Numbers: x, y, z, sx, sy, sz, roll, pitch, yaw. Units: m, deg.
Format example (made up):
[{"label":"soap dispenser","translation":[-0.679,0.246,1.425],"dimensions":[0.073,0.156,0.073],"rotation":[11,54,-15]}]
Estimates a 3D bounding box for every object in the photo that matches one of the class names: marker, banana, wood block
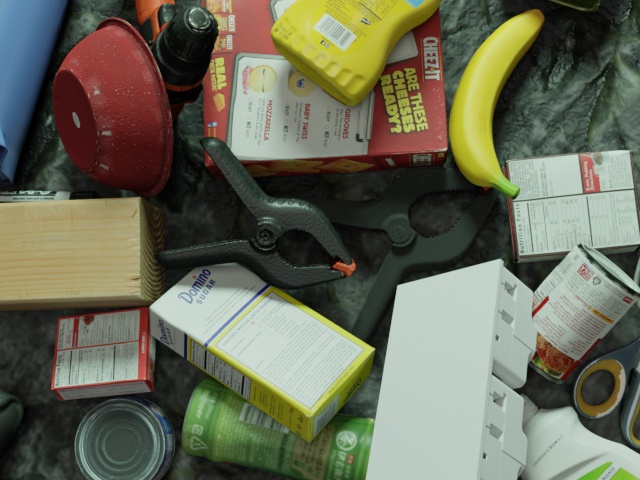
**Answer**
[{"label":"marker","translation":[-0.265,-0.038,1.004],"dimensions":[0.121,0.020,0.020],"rotation":[0,82,7]},{"label":"banana","translation":[0.153,-0.124,0.947],"dimensions":[0.069,0.037,0.197],"rotation":[10,67,5]},{"label":"wood block","translation":[-0.251,0.015,0.960],"dimensions":[0.206,0.090,0.091],"rotation":[-2,83,6]}]

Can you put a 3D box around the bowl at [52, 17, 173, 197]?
[{"label":"bowl","translation":[-0.191,-0.110,0.934],"dimensions":[0.055,0.162,0.162],"rotation":[-18,78,-33]}]

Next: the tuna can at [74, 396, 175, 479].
[{"label":"tuna can","translation":[-0.175,0.183,0.956],"dimensions":[0.086,0.033,0.086],"rotation":[-1,82,6]}]

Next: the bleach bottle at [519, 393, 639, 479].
[{"label":"bleach bottle","translation":[0.258,0.219,0.889],"dimensions":[0.251,0.068,0.102],"rotation":[43,88,12]}]

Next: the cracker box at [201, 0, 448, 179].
[{"label":"cracker box","translation":[0.003,-0.145,0.964],"dimensions":[0.214,0.072,0.164],"rotation":[-3,82,5]}]

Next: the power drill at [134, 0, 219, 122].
[{"label":"power drill","translation":[-0.138,-0.213,0.944],"dimensions":[0.057,0.185,0.187],"rotation":[0,72,-23]}]

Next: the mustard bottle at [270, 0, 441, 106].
[{"label":"mustard bottle","translation":[0.051,-0.214,0.902],"dimensions":[0.096,0.058,0.191],"rotation":[39,87,8]}]

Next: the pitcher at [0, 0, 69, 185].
[{"label":"pitcher","translation":[-0.315,-0.183,0.984],"dimensions":[0.149,0.145,0.243],"rotation":[19,81,-4]}]

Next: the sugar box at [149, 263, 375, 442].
[{"label":"sugar box","translation":[-0.052,0.087,0.917],"dimensions":[0.176,0.048,0.093],"rotation":[30,50,22]}]

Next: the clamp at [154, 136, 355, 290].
[{"label":"clamp","translation":[-0.056,0.001,0.922],"dimensions":[0.171,0.039,0.120],"rotation":[31,102,0]}]

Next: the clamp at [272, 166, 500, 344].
[{"label":"clamp","translation":[0.070,0.005,0.952],"dimensions":[0.210,0.036,0.164],"rotation":[-21,86,3]}]

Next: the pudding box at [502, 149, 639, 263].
[{"label":"pudding box","translation":[0.222,-0.030,0.940],"dimensions":[0.113,0.039,0.090],"rotation":[-6,83,8]}]

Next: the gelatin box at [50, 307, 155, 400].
[{"label":"gelatin box","translation":[-0.194,0.102,0.959],"dimensions":[0.089,0.030,0.073],"rotation":[-7,58,6]}]

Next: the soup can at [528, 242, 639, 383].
[{"label":"soup can","translation":[0.211,0.061,0.899],"dimensions":[0.068,0.068,0.102],"rotation":[41,105,10]}]
